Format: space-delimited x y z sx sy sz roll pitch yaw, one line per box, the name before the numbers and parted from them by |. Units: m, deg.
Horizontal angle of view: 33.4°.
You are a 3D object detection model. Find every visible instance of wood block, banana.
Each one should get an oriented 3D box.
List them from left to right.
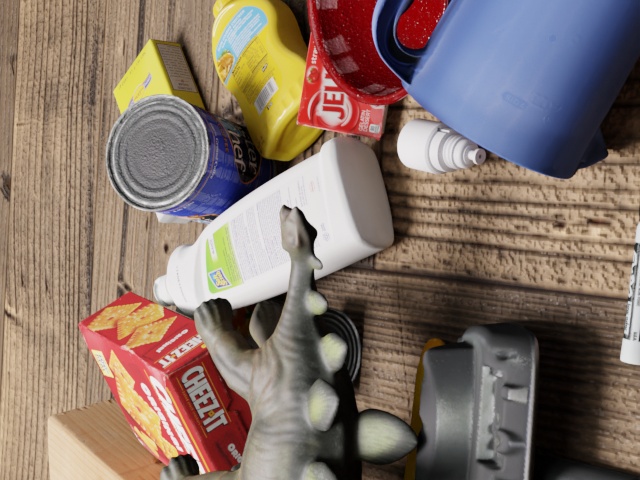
wood block | -0.200 0.251 1.116 0.206 0.090 0.090 23 117 49
banana | 0.079 0.177 0.825 0.070 0.037 0.198 -152 71 -71

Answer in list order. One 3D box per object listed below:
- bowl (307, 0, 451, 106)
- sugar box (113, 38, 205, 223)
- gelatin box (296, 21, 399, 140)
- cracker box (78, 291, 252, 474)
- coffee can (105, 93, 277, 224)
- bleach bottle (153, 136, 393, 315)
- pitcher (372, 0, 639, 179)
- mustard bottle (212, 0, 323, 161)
bowl | 0.058 -0.185 0.814 0.162 0.055 0.162 16 111 50
sugar box | -0.160 -0.115 1.128 0.093 0.048 0.176 -46 55 39
gelatin box | 0.023 -0.134 0.891 0.073 0.030 0.089 12 100 7
cracker box | -0.127 0.147 0.977 0.214 0.072 0.164 15 133 58
coffee can | -0.114 -0.069 0.974 0.103 0.140 0.103 -2 84 22
bleach bottle | -0.056 0.001 0.946 0.251 0.067 0.102 -23 72 35
pitcher | 0.154 -0.175 0.677 0.145 0.149 0.243 41 114 31
mustard bottle | -0.055 -0.171 0.994 0.096 0.058 0.192 -52 52 33
